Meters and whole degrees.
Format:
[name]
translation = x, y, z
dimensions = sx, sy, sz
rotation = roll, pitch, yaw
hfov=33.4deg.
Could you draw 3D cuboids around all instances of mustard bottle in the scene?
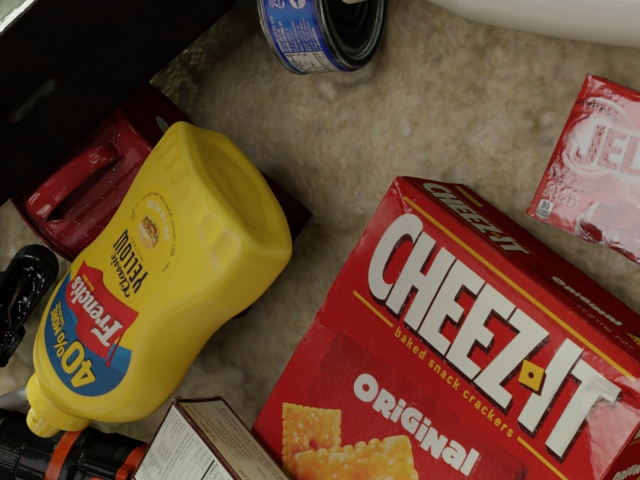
[mustard bottle]
translation = -0.098, 0.037, 0.554
dimensions = 0.192, 0.058, 0.096
rotation = -49, 53, 24

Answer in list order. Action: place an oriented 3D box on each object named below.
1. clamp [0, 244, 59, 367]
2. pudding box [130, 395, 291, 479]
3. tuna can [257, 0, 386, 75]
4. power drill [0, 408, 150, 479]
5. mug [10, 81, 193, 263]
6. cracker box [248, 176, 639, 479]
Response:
[clamp]
translation = -0.199, 0.064, 0.621
dimensions = 0.039, 0.172, 0.120
rotation = 35, 72, -12
[pudding box]
translation = -0.051, 0.146, 0.527
dimensions = 0.114, 0.039, 0.090
rotation = 42, 111, 36
[tuna can]
translation = 0.003, -0.127, 0.536
dimensions = 0.034, 0.086, 0.086
rotation = 2, 94, 27
[power drill]
translation = -0.150, 0.201, 0.635
dimensions = 0.184, 0.057, 0.188
rotation = 16, 104, 10
[mug]
translation = -0.121, -0.039, 0.595
dimensions = 0.082, 0.117, 0.093
rotation = -40, 88, 19
[cracker box]
translation = 0.055, 0.101, 0.515
dimensions = 0.164, 0.071, 0.214
rotation = 41, 113, 32
